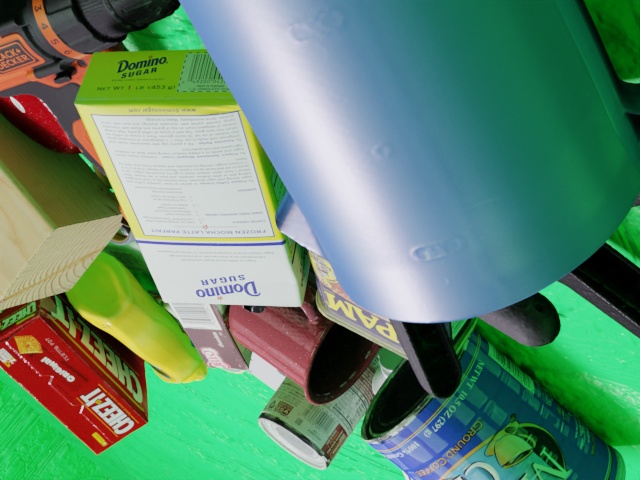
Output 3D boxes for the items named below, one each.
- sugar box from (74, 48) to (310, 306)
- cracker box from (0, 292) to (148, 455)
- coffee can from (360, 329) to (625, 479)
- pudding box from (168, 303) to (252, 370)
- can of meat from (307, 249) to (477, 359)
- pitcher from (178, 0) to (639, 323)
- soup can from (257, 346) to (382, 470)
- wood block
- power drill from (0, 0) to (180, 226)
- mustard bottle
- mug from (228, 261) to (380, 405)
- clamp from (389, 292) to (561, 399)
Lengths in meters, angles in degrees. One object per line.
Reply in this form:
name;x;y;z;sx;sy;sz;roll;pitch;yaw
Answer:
sugar box;-0.065;-0.030;0.604;0.093;0.048;0.176;1;144;11
cracker box;-0.242;0.076;1.042;0.164;0.072;0.214;52;-170;-32
coffee can;0.112;0.134;0.698;0.140;0.102;0.103;41;159;-7
pudding box;-0.072;0.032;0.793;0.039;0.090;0.113;4;147;14
can of meat;0.041;0.018;0.638;0.102;0.057;0.084;26;153;26
pitcher;0.021;-0.100;0.354;0.145;0.149;0.242;34;161;54
soup can;0.007;0.118;0.832;0.068;0.102;0.068;32;158;14
wood block;-0.254;-0.058;0.796;0.206;0.090;0.090;47;-156;12
power drill;-0.111;-0.085;0.633;0.185;0.057;0.187;-8;137;36
mustard bottle;-0.161;0.087;1.015;0.096;0.058;0.191;35;169;40
mug;-0.013;0.050;0.739;0.082;0.093;0.117;31;168;29
clamp;0.043;0.002;0.530;0.171;0.039;0.120;52;145;-5
